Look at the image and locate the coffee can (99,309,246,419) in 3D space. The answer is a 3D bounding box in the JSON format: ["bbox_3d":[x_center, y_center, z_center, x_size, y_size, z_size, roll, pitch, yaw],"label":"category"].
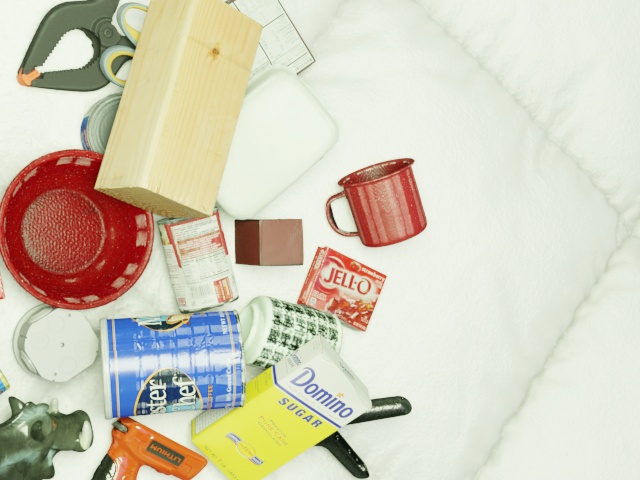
[{"bbox_3d":[-0.153,0.126,1.093,0.140,0.103,0.103,-3,91,-11],"label":"coffee can"}]

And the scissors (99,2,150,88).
[{"bbox_3d":[-0.154,-0.165,1.138,0.096,0.016,0.201,-50,123,-10],"label":"scissors"}]

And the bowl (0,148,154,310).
[{"bbox_3d":[-0.254,-0.010,1.086,0.161,0.055,0.162,1,87,-30],"label":"bowl"}]

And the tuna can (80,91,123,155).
[{"bbox_3d":[-0.208,-0.112,1.124,0.086,0.034,0.086,0,89,-27],"label":"tuna can"}]

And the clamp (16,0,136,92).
[{"bbox_3d":[-0.218,-0.211,1.119,0.209,0.036,0.164,-43,112,-19],"label":"clamp"}]

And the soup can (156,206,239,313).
[{"bbox_3d":[-0.130,0.021,1.143,0.068,0.069,0.102,-17,97,-26],"label":"soup can"}]

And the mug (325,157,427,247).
[{"bbox_3d":[0.064,-0.039,1.236,0.117,0.093,0.081,-17,103,5],"label":"mug"}]

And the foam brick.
[{"bbox_3d":[-0.058,0.001,1.174,0.052,0.078,0.051,0,91,-26],"label":"foam brick"}]

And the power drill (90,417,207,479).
[{"bbox_3d":[-0.195,0.294,1.113,0.184,0.057,0.187,35,75,-22],"label":"power drill"}]

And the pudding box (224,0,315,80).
[{"bbox_3d":[-0.072,-0.221,1.191,0.090,0.039,0.113,-38,107,-22],"label":"pudding box"}]

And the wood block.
[{"bbox_3d":[-0.140,-0.134,1.067,0.090,0.090,0.206,24,75,-40],"label":"wood block"}]

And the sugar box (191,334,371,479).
[{"bbox_3d":[-0.043,0.187,1.148,0.176,0.048,0.093,-34,115,13],"label":"sugar box"}]

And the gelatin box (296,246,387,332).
[{"bbox_3d":[0.025,0.056,1.240,0.089,0.030,0.073,27,78,-24],"label":"gelatin box"}]

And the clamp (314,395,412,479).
[{"bbox_3d":[0.016,0.200,1.208,0.171,0.039,0.120,28,107,-24],"label":"clamp"}]
